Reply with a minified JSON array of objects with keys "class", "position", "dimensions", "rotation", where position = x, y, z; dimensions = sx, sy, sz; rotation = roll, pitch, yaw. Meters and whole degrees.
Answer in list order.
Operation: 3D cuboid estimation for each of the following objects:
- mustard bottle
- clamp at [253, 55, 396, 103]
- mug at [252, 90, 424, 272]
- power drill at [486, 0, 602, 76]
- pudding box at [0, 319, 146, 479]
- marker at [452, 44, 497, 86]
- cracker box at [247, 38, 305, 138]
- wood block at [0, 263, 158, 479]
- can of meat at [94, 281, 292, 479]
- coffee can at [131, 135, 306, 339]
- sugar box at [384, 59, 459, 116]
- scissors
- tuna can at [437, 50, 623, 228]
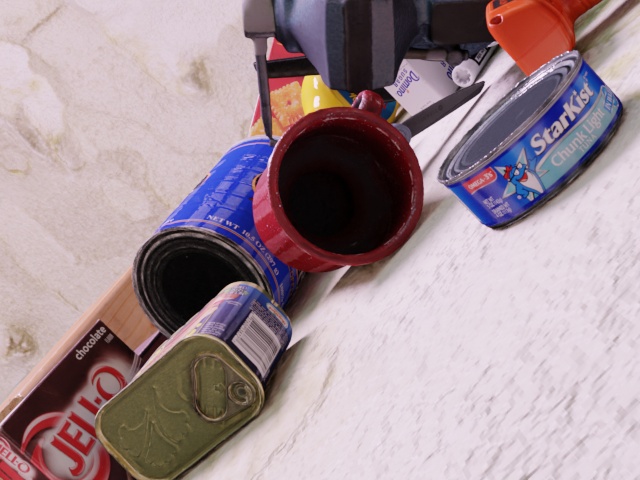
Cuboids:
[{"class":"mustard bottle","position":[0.036,-0.149,1.048],"dimensions":[0.191,0.096,0.058],"rotation":[-50,11,-32]},{"class":"clamp","position":[0.034,-0.186,0.977],"dimensions":[0.039,0.171,0.120],"rotation":[-87,14,-68]},{"class":"mug","position":[0.009,-0.036,0.646],"dimensions":[0.082,0.093,0.117],"rotation":[147,143,-73]},{"class":"power drill","position":[0.180,-0.167,0.596],"dimensions":[0.188,0.057,0.184],"rotation":[-39,6,17]},{"class":"pudding box","position":[-0.135,0.114,0.634],"dimensions":[0.039,0.090,0.113],"rotation":[-40,9,34]},{"class":"marker","position":[0.140,-0.165,0.900],"dimensions":[0.020,0.020,0.121],"rotation":[-37,11,43]},{"class":"cracker box","position":[-0.021,-0.161,1.187],"dimensions":[0.164,0.072,0.214],"rotation":[-63,-8,-63]},{"class":"wood block","position":[-0.175,0.113,0.834],"dimensions":[0.091,0.090,0.206],"rotation":[-41,9,29]},{"class":"can of meat","position":[-0.068,0.078,0.609],"dimensions":[0.102,0.057,0.083],"rotation":[-41,7,24]},{"class":"coffee can","position":[-0.055,0.001,0.751],"dimensions":[0.103,0.103,0.140],"rotation":[-39,11,35]},{"class":"sugar box","position":[0.053,-0.192,0.907],"dimensions":[0.048,0.176,0.093],"rotation":[-33,14,47]},{"class":"scissors","position":[0.049,-0.052,0.750],"dimensions":[0.201,0.096,0.016],"rotation":[-15,17,-35]},{"class":"tuna can","position":[0.096,-0.046,0.491],"dimensions":[0.086,0.033,0.086],"rotation":[-44,8,8]}]
